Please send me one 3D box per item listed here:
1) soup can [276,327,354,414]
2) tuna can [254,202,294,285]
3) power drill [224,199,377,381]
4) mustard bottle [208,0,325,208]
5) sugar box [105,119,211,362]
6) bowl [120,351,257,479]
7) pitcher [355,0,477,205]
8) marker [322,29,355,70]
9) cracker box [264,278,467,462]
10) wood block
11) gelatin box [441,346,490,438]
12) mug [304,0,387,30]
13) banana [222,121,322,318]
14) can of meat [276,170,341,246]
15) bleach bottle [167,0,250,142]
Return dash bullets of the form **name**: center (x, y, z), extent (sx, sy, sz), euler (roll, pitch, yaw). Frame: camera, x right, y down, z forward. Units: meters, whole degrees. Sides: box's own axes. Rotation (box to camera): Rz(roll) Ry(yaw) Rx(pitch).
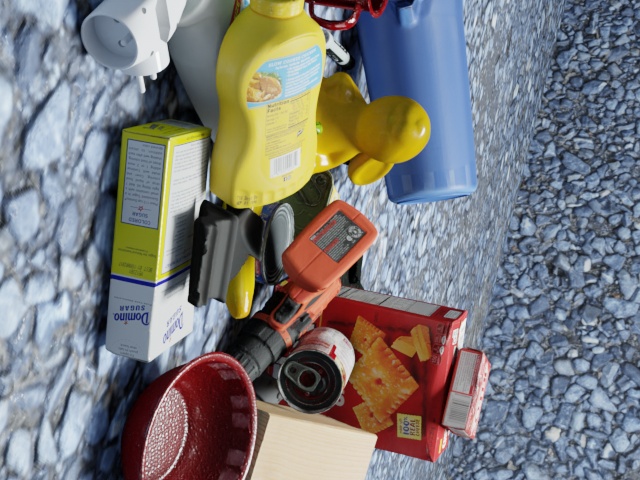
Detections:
- **soup can**: center (-0.003, 0.134, 1.125), extent (0.102, 0.068, 0.068), euler (-45, 144, -77)
- **tuna can**: center (-0.057, 0.001, 1.091), extent (0.086, 0.034, 0.086), euler (11, 90, -74)
- **power drill**: center (-0.025, 0.054, 1.051), extent (0.184, 0.057, 0.188), euler (-47, 174, -35)
- **mustard bottle**: center (-0.039, -0.123, 0.833), extent (0.096, 0.058, 0.192), euler (-25, 136, -37)
- **sugar box**: center (-0.127, -0.003, 0.839), extent (0.093, 0.048, 0.176), euler (-35, 136, -71)
- **bowl**: center (-0.121, 0.171, 0.916), extent (0.161, 0.055, 0.162), euler (-19, 112, -57)
- **pitcher**: center (0.122, -0.169, 1.293), extent (0.148, 0.145, 0.243), euler (-6, 88, -38)
- **marker**: center (0.018, -0.218, 1.228), extent (0.121, 0.020, 0.020), euler (18, 83, -73)
- **cracker box**: center (0.046, 0.142, 1.207), extent (0.072, 0.214, 0.164), euler (-21, 120, -68)
- **wood block**: center (-0.040, 0.217, 1.079), extent (0.205, 0.090, 0.091), euler (25, 82, -55)
- **gelatin box**: center (0.162, 0.168, 1.171), extent (0.073, 0.030, 0.089), euler (50, 54, -67)
- **mug**: center (0.022, -0.270, 1.099), extent (0.093, 0.082, 0.117), euler (48, 54, -69)
- **banana**: center (-0.063, -0.028, 0.998), extent (0.037, 0.070, 0.198), euler (14, 99, -46)
- **can of meat**: center (-0.014, -0.023, 1.182), extent (0.084, 0.057, 0.102), euler (53, 50, -70)
- **bleach bottle**: center (-0.082, -0.150, 0.870), extent (0.250, 0.068, 0.102), euler (57, 50, -63)
